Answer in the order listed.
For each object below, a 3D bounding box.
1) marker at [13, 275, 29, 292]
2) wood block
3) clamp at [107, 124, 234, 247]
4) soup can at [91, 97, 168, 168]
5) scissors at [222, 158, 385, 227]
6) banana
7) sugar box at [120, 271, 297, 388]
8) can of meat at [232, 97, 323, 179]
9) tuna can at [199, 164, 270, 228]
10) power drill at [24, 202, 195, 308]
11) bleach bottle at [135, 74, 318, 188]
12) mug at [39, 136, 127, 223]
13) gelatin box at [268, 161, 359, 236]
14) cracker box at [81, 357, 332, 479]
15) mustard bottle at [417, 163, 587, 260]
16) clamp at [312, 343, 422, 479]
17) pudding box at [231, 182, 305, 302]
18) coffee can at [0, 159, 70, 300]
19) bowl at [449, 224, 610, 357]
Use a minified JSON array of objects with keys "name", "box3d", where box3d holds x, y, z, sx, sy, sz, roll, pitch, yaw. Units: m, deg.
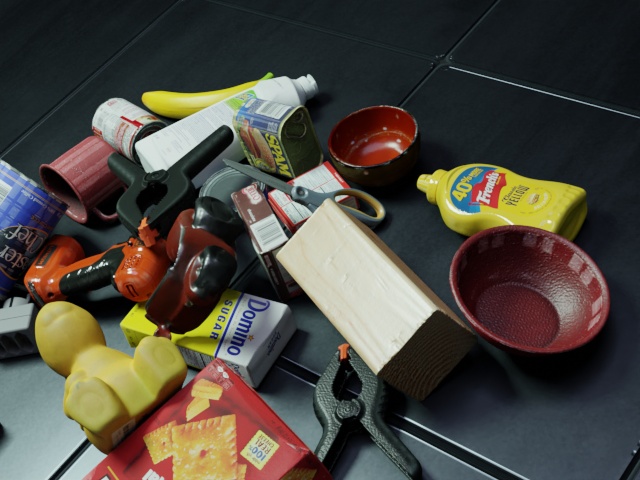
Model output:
[{"name":"marker","box3d":[-0.388,0.048,1.340,0.121,0.020,0.020,13,53,29]},{"name":"wood block","box3d":[0.055,0.058,1.106,0.090,0.090,0.206,-48,46,6]},{"name":"clamp","box3d":[-0.178,-0.067,1.249,0.164,0.036,0.210,-17,33,5]},{"name":"soup can","box3d":[-0.256,-0.147,1.446,0.068,0.068,0.102,-41,48,-21]},{"name":"scissors","box3d":[-0.017,-0.034,1.214,0.201,0.016,0.096,10,61,-22]},{"name":"banana","box3d":[-0.162,-0.194,1.485,0.198,0.037,0.069,-5,29,13]},{"name":"sugar box","box3d":[-0.124,0.095,1.182,0.176,0.048,0.093,11,49,30]},{"name":"can of meat","box3d":[-0.054,-0.127,1.333,0.084,0.102,0.057,19,56,35]},{"name":"tuna can","box3d":[-0.105,-0.053,1.327,0.086,0.033,0.086,-10,45,10]},{"name":"power drill","box3d":[-0.247,0.011,1.269,0.188,0.057,0.184,-14,32,26]},{"name":"bleach bottle","box3d":[-0.111,-0.145,1.400,0.250,0.068,0.103,-30,46,-13]},{"name":"mug","box3d":[-0.295,-0.074,1.386,0.117,0.093,0.081,43,62,10]},{"name":"gelatin box","box3d":[-0.009,-0.048,1.292,0.089,0.030,0.073,-29,46,-9]},{"name":"cracker box","box3d":[-0.122,0.236,1.010,0.213,0.072,0.164,-42,47,-10]},{"name":"mustard bottle","box3d":[0.193,-0.041,1.194,0.192,0.058,0.096,20,55,34]},{"name":"clamp","box3d":[0.024,0.182,1.053,0.120,0.039,0.171,-16,45,0]},{"name":"pudding box","box3d":[-0.058,0.001,1.219,0.039,0.090,0.113,-25,45,-3]},{"name":"coffee can","box3d":[-0.386,-0.013,1.291,0.103,0.102,0.140,29,82,38]},{"name":"bowl","box3d":[0.205,0.061,1.074,0.162,0.055,0.162,3,49,-4]}]
